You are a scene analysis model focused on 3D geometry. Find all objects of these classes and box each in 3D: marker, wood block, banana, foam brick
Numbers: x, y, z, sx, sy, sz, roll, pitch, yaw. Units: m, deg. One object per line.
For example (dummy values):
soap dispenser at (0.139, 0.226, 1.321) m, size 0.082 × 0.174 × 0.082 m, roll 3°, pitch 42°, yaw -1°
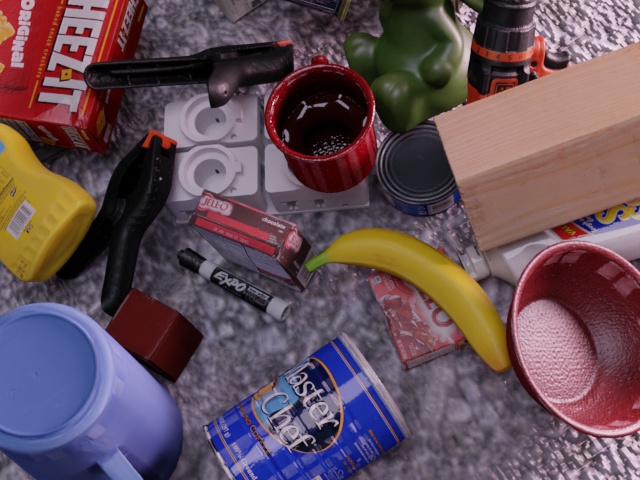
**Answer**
marker at (-0.082, 0.039, 0.982) m, size 0.121 × 0.020 × 0.020 m, roll 28°, pitch 75°, yaw 19°
wood block at (0.210, -0.080, 0.880) m, size 0.206 × 0.090 × 0.091 m, roll -20°, pitch 42°, yaw 8°
banana at (0.086, 0.039, 0.912) m, size 0.198 × 0.037 × 0.069 m, roll 27°, pitch 93°, yaw 19°
foam brick at (-0.147, 0.084, 0.944) m, size 0.053 × 0.078 × 0.051 m, roll 27°, pitch 77°, yaw 19°

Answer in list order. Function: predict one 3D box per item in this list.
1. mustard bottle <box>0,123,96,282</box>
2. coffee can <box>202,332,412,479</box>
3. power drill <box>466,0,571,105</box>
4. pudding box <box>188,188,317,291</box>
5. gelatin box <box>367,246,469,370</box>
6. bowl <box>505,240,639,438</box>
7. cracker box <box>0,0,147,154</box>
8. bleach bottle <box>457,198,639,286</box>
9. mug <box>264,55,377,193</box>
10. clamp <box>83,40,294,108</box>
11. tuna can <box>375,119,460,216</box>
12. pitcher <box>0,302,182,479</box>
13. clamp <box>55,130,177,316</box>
mustard bottle at (-0.299, -0.054, 0.983) m, size 0.192 × 0.058 × 0.096 m, roll 40°, pitch 103°, yaw 18°
coffee can at (-0.010, 0.156, 0.877) m, size 0.140 × 0.103 × 0.103 m, roll -34°, pitch 67°, yaw -4°
power drill at (0.219, -0.157, 0.920) m, size 0.187 × 0.184 × 0.057 m, roll 0°, pitch 37°, yaw -7°
pudding box at (-0.056, 0.001, 0.942) m, size 0.090 × 0.113 × 0.039 m, roll 23°, pitch 77°, yaw 18°
gelatin box at (0.091, 0.059, 0.937) m, size 0.073 × 0.030 × 0.089 m, roll -22°, pitch 66°, yaw 1°
bowl at (0.208, 0.084, 0.870) m, size 0.161 × 0.055 × 0.162 m, roll 9°, pitch 69°, yaw -24°
cracker box at (-0.295, -0.186, 1.031) m, size 0.214 × 0.072 × 0.164 m, roll 10°, pitch 75°, yaw 10°
bleach bottle at (0.243, -0.016, 0.924) m, size 0.251 × 0.068 × 0.102 m, roll -23°, pitch 63°, yaw 3°
mug at (0.004, -0.103, 0.922) m, size 0.093 × 0.081 × 0.117 m, roll -9°, pitch 67°, yaw 6°
clamp at (-0.086, -0.155, 0.979) m, size 0.165 × 0.036 × 0.209 m, roll 18°, pitch 26°, yaw 41°
tuna can at (0.095, -0.066, 0.985) m, size 0.086 × 0.033 × 0.086 m, roll -4°, pitch 68°, yaw 9°
pitcher at (-0.184, 0.142, 0.838) m, size 0.149 × 0.243 × 0.145 m, roll 5°, pitch 69°, yaw 4°
clamp at (-0.187, -0.020, 0.983) m, size 0.120 × 0.039 × 0.171 m, roll 14°, pitch 78°, yaw 42°
